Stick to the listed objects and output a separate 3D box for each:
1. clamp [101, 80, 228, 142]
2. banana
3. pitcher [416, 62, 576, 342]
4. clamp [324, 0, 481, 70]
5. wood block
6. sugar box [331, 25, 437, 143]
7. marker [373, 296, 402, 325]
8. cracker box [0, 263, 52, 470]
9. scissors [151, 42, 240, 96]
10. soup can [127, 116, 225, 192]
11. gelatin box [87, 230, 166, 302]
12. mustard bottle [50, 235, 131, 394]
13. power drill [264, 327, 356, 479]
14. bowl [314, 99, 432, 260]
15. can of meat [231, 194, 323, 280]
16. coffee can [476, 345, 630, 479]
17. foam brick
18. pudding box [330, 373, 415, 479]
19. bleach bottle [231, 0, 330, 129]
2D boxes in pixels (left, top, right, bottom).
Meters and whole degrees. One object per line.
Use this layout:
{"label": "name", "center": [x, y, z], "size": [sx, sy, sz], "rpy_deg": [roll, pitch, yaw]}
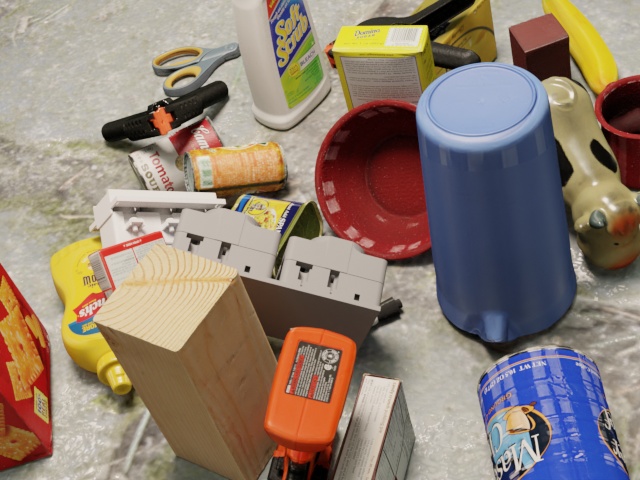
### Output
{"label": "clamp", "center": [-0.190, -0.141, 1.233], "size": [0.164, 0.036, 0.210], "rpy_deg": [-21, 12, 4]}
{"label": "banana", "center": [0.291, -0.218, 1.197], "size": [0.069, 0.037, 0.198], "rpy_deg": [11, 41, -35]}
{"label": "pitcher", "center": [0.155, -0.041, 0.949], "size": [0.145, 0.243, 0.149], "rpy_deg": [-31, 47, -13]}
{"label": "clamp", "center": [0.092, -0.220, 1.139], "size": [0.172, 0.039, 0.120], "rpy_deg": [0, 47, 19]}
{"label": "wood block", "center": [-0.099, 0.111, 0.914], "size": [0.091, 0.206, 0.090], "rpy_deg": [17, 55, 30]}
{"label": "sugar box", "center": [0.077, -0.142, 1.112], "size": [0.093, 0.176, 0.048], "rpy_deg": [5, 52, 20]}
{"label": "marker", "center": [0.024, 0.086, 1.029], "size": [0.121, 0.020, 0.020], "rpy_deg": [-25, 46, -6]}
{"label": "cracker box", "center": [-0.323, 0.089, 0.998], "size": [0.072, 0.213, 0.164], "rpy_deg": [-17, 46, 1]}
{"label": "scissors", "center": [-0.121, -0.230, 1.366], "size": [0.202, 0.016, 0.096], "rpy_deg": [-8, 49, 10]}
{"label": "soup can", "center": [-0.159, -0.089, 1.211], "size": [0.102, 0.068, 0.069], "rpy_deg": [-27, 47, -9]}
{"label": "gelatin box", "center": [-0.175, 0.043, 1.035], "size": [0.073, 0.089, 0.030], "rpy_deg": [-21, 1, -38]}
{"label": "mustard bottle", "center": [-0.216, 0.078, 1.082], "size": [0.096, 0.058, 0.192], "rpy_deg": [-12, 46, -11]}
{"label": "power drill", "center": [-0.018, 0.173, 0.849], "size": [0.057, 0.188, 0.184], "rpy_deg": [12, 50, 2]}
{"label": "bowl", "center": [0.077, -0.063, 1.088], "size": [0.162, 0.162, 0.055], "rpy_deg": [8, 12, 24]}
{"label": "can of meat", "center": [-0.057, 0.001, 1.106], "size": [0.084, 0.057, 0.102], "rpy_deg": [9, 51, 27]}
{"label": "coffee can", "center": [0.186, 0.169, 0.844], "size": [0.103, 0.103, 0.140], "rpy_deg": [-11, 46, 7]}
{"label": "foam brick", "center": [0.245, -0.203, 1.185], "size": [0.053, 0.078, 0.051], "rpy_deg": [-19, 47, 0]}
{"label": "pudding box", "center": [0.044, 0.182, 0.885], "size": [0.039, 0.090, 0.113], "rpy_deg": [3, 50, 19]}
{"label": "bleach bottle", "center": [-0.059, -0.250, 1.201], "size": [0.068, 0.251, 0.102], "rpy_deg": [28, 61, 35]}
